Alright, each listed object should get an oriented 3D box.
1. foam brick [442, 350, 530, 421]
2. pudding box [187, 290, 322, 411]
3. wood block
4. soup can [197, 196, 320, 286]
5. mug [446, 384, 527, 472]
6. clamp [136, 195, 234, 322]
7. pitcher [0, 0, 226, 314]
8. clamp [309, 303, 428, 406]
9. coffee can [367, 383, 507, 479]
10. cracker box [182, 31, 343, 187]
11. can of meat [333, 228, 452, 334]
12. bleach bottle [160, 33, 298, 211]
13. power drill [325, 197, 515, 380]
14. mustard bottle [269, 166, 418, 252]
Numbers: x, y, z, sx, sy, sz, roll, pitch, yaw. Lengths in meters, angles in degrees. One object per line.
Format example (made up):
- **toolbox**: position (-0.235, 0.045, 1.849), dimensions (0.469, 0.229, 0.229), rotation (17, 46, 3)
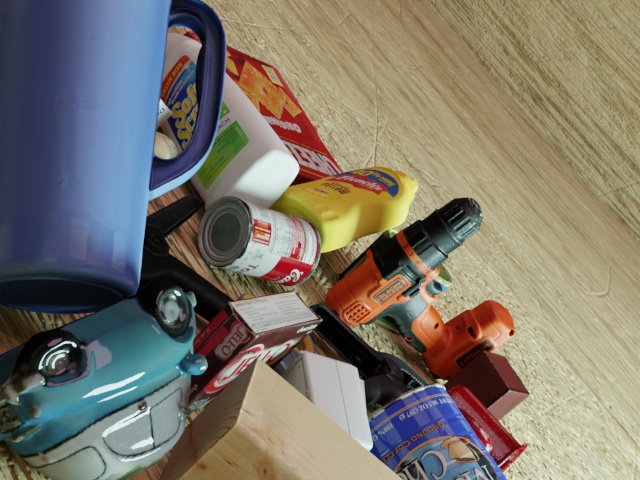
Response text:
- **foam brick**: position (0.166, 0.161, 1.107), dimensions (0.052, 0.078, 0.051), rotation (20, 32, -53)
- **pudding box**: position (-0.060, 0.082, 0.808), dimensions (0.039, 0.090, 0.113), rotation (50, 21, 13)
- **wood block**: position (0.000, 0.191, 0.721), dimensions (0.206, 0.090, 0.090), rotation (41, 21, -10)
- **soup can**: position (-0.057, 0.001, 0.997), dimensions (0.102, 0.069, 0.068), rotation (18, 34, -50)
- **mug**: position (0.126, 0.182, 0.960), dimensions (0.081, 0.093, 0.117), rotation (47, -15, 19)
- **clamp**: position (-0.135, 0.016, 0.863), dimensions (0.209, 0.036, 0.165), rotation (9, 40, -54)
- **pitcher**: position (-0.161, -0.077, 0.730), dimensions (0.144, 0.149, 0.243), rotation (27, 58, -55)
- **clamp**: position (0.052, 0.123, 1.017), dimensions (0.171, 0.039, 0.120), rotation (31, 29, -49)
- **coffee can**: position (0.096, 0.202, 0.862), dimensions (0.102, 0.103, 0.140), rotation (12, 38, -55)
- **cracker box**: position (-0.071, -0.125, 1.199), dimensions (0.163, 0.072, 0.214), rotation (14, 37, -53)
- **can of meat**: position (0.079, 0.043, 1.152), dimensions (0.102, 0.084, 0.057), rotation (29, 26, -36)
- **bleach bottle**: position (-0.126, -0.128, 1.092), dimensions (0.251, 0.103, 0.068), rotation (51, 12, 32)
- **power drill**: position (0.123, 0.054, 1.102), dimensions (0.187, 0.185, 0.057), rotation (42, 19, -36)
- **mustard bottle**: position (0.036, -0.039, 1.119), dimensions (0.096, 0.058, 0.191), rotation (23, 29, 38)
